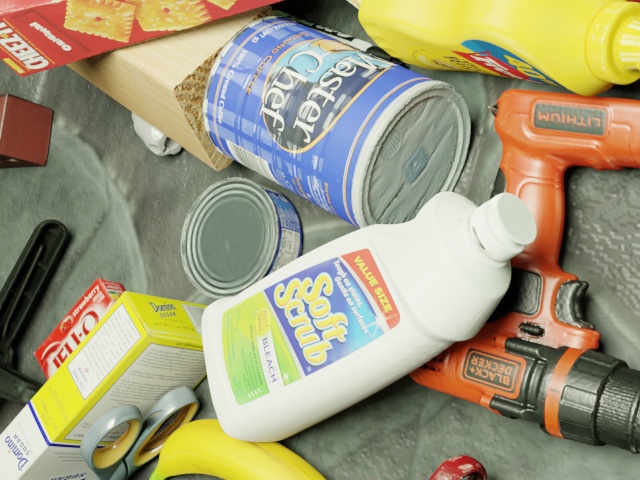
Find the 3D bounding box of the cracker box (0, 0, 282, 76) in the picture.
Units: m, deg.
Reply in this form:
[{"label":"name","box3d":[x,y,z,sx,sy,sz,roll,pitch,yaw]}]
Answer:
[{"label":"cracker box","box3d":[-0.121,-0.214,0.699,0.214,0.072,0.164,-10,62,22]}]

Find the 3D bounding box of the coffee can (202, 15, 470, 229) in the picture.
[{"label":"coffee can","box3d":[0.009,-0.073,0.677,0.140,0.102,0.103,30,98,35]}]

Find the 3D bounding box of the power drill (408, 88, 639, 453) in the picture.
[{"label":"power drill","box3d":[0.144,0.015,0.594,0.185,0.057,0.187,14,88,36]}]

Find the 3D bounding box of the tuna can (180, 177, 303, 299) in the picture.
[{"label":"tuna can","box3d":[-0.055,0.001,0.748,0.086,0.033,0.086,-8,76,33]}]

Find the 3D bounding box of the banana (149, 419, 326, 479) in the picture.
[{"label":"banana","box3d":[-0.042,0.161,0.708,0.198,0.037,0.069,13,116,38]}]

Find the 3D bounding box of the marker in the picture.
[{"label":"marker","box3d":[0.010,-0.136,0.741,0.121,0.020,0.020,27,96,35]}]

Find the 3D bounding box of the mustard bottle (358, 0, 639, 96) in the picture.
[{"label":"mustard bottle","box3d":[0.113,-0.116,0.591,0.192,0.096,0.058,23,95,52]}]

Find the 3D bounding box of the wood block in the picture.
[{"label":"wood block","box3d":[-0.121,-0.148,0.774,0.090,0.090,0.206,-45,54,-15]}]

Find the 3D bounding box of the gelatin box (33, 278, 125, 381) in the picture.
[{"label":"gelatin box","box3d":[-0.172,0.086,0.814,0.089,0.030,0.073,-46,59,18]}]

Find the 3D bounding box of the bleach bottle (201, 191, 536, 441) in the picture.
[{"label":"bleach bottle","box3d":[0.024,0.035,0.620,0.251,0.067,0.102,-37,55,44]}]

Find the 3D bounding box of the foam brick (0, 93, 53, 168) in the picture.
[{"label":"foam brick","box3d":[-0.274,-0.091,0.907,0.078,0.052,0.051,0,80,36]}]

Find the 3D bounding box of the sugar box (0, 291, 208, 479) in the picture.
[{"label":"sugar box","box3d":[-0.151,0.114,0.755,0.176,0.093,0.048,-44,59,19]}]

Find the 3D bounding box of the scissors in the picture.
[{"label":"scissors","box3d":[-0.164,0.175,0.756,0.202,0.096,0.016,-47,62,14]}]

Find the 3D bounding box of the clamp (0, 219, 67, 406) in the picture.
[{"label":"clamp","box3d":[-0.265,0.085,0.860,0.210,0.036,0.164,-31,45,39]}]
